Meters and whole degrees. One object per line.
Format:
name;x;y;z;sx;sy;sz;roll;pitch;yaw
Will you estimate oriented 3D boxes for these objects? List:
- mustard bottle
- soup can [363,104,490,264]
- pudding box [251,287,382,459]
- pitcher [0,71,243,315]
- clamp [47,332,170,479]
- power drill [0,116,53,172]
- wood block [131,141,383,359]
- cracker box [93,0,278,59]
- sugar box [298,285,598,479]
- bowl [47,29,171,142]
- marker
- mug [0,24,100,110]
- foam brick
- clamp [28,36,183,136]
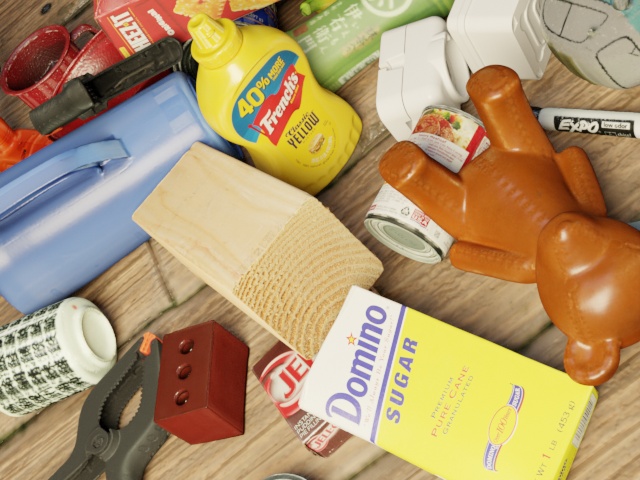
mustard bottle;-0.045;-0.117;0.863;0.096;0.191;0.058;-50;45;-5
soup can;0.085;-0.042;0.806;0.069;0.068;0.102;17;72;41
pudding box;0.014;0.090;0.785;0.113;0.039;0.090;-43;44;1
pitcher;-0.196;-0.047;0.953;0.243;0.145;0.149;-33;30;5
clamp;-0.177;0.174;0.863;0.165;0.036;0.210;-6;55;32
power drill;-0.336;-0.131;1.083;0.185;0.187;0.057;8;64;40
wood block;-0.055;0.001;0.829;0.090;0.090;0.206;-51;32;-7
cracker box;-0.098;-0.270;0.953;0.214;0.072;0.164;-20;51;11
sugar box;0.080;0.103;0.692;0.176;0.048;0.093;22;80;25
bowl;-0.196;-0.147;1.049;0.055;0.162;0.162;38;84;5
marker;0.195;-0.089;0.795;0.121;0.020;0.020;11;67;40
mug;-0.272;-0.178;1.142;0.117;0.081;0.093;-51;45;-7
foam brick;-0.092;0.112;0.836;0.053;0.051;0.078;-18;52;25
clamp;-0.194;-0.131;0.929;0.120;0.039;0.172;-28;11;-33
